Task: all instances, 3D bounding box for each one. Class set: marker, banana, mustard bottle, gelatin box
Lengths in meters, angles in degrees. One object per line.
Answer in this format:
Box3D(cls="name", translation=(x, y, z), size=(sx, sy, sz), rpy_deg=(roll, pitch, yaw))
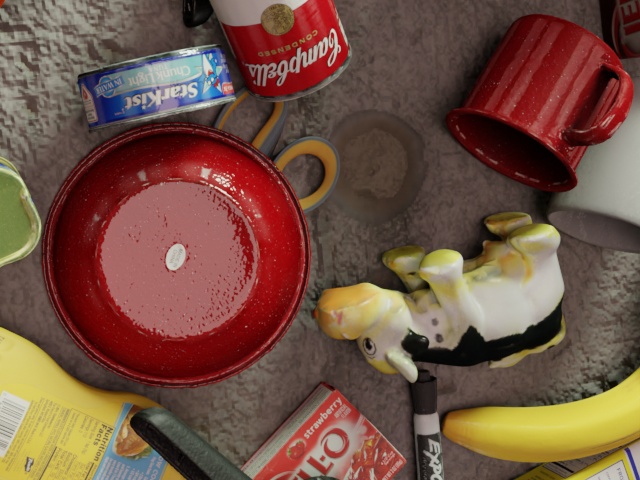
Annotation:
Box3D(cls="marker", translation=(0.073, 0.146, 0.720), size=(0.020, 0.020, 0.121), rpy_deg=(-7, 98, -18))
Box3D(cls="banana", translation=(0.182, 0.116, 0.738), size=(0.197, 0.070, 0.037), rpy_deg=(-20, 140, -17))
Box3D(cls="mustard bottle", translation=(-0.135, 0.131, 0.627), size=(0.191, 0.058, 0.096), rpy_deg=(30, 73, -19))
Box3D(cls="gelatin box", translation=(0.000, 0.149, 0.689), size=(0.089, 0.030, 0.073), rpy_deg=(-46, 108, -10))

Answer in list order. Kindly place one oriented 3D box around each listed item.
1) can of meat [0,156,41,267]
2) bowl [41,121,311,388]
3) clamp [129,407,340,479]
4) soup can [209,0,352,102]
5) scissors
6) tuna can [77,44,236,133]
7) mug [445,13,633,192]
Box3D(cls="can of meat", translation=(-0.203, -0.005, 0.576), size=(0.102, 0.084, 0.057), rpy_deg=(-26, 103, -15))
Box3D(cls="bowl", translation=(-0.082, 0.010, 0.619), size=(0.162, 0.055, 0.162), rpy_deg=(0, 92, -7))
Box3D(cls="clamp", translation=(-0.026, 0.195, 0.623), size=(0.209, 0.036, 0.164), rpy_deg=(18, 66, -32))
Box3D(cls="soup can", translation=(-0.029, -0.140, 0.611), size=(0.068, 0.069, 0.102), rpy_deg=(-33, 128, -13))
Box3D(cls="scissors", translation=(-0.054, 0.001, 0.663), size=(0.096, 0.016, 0.202), rpy_deg=(22, 89, -19))
Box3D(cls="tuna can", translation=(-0.093, -0.086, 0.604), size=(0.086, 0.086, 0.034), rpy_deg=(-15, 99, -17))
Box3D(cls="mug", translation=(0.146, -0.088, 0.672), size=(0.093, 0.117, 0.081), rpy_deg=(37, 78, -30))
